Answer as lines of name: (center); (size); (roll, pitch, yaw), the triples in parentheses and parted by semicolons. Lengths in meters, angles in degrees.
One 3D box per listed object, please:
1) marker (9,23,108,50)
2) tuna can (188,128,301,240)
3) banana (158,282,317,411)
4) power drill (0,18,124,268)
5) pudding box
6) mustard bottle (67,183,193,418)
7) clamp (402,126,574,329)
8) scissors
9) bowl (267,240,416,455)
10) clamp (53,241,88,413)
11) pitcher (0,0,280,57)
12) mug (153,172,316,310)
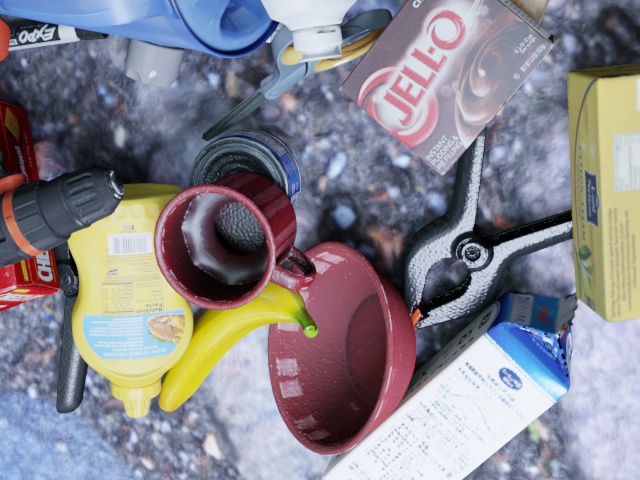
marker: (-0.225, -0.167, 0.866); (0.121, 0.020, 0.020); (-4, 104, 16)
tuna can: (-0.060, -0.044, 0.846); (0.086, 0.033, 0.086); (4, 106, 14)
banana: (-0.074, 0.077, 0.864); (0.037, 0.069, 0.198); (28, 138, -29)
power drill: (-0.249, -0.072, 0.798); (0.184, 0.057, 0.188); (-21, 78, 13)
pudding box: (0.081, -0.113, 0.688); (0.090, 0.039, 0.114); (40, 111, 1)
mustard bottle: (-0.151, 0.052, 0.854); (0.096, 0.058, 0.192); (-3, 108, -12)
clamp: (0.112, -0.007, 0.806); (0.172, 0.039, 0.120); (-43, 90, 17)
scissors: (-0.039, -0.118, 0.773); (0.202, 0.096, 0.016); (-25, 76, 30)
bowl: (0.024, 0.082, 0.821); (0.162, 0.055, 0.162); (-10, 78, 54)
clamp: (-0.206, 0.040, 0.908); (0.210, 0.036, 0.164); (-36, 92, 19)
pitcher: (-0.153, -0.200, 0.741); (0.243, 0.149, 0.145); (12, 85, 33)
mug: (-0.055, 0.001, 0.794); (0.117, 0.081, 0.093); (26, 110, 7)
